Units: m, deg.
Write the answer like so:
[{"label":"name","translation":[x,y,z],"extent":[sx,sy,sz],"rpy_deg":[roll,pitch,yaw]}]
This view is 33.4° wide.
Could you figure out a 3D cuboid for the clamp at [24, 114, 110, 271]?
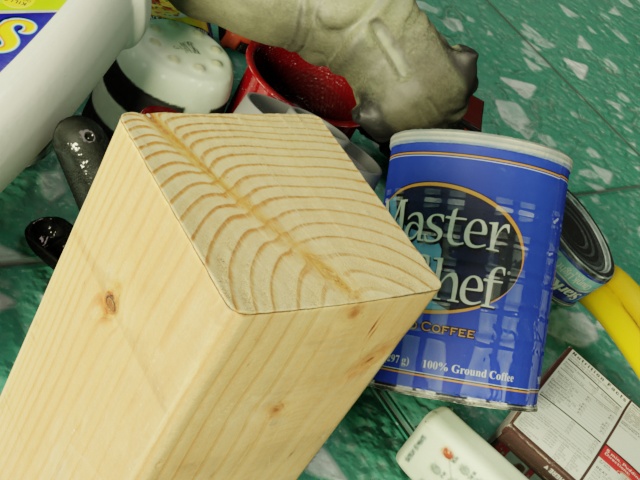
[{"label":"clamp","translation":[-0.094,0.031,0.535],"extent":[0.039,0.120,0.171],"rpy_deg":[-29,87,-27]}]

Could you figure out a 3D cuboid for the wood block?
[{"label":"wood block","translation":[-0.057,0.058,0.413],"extent":[0.090,0.206,0.091],"rpy_deg":[-5,50,-40]}]

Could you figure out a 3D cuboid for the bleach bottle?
[{"label":"bleach bottle","translation":[-0.167,-0.057,0.492],"extent":[0.102,0.068,0.250],"rpy_deg":[12,46,7]}]

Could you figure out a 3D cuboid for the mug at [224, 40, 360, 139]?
[{"label":"mug","translation":[-0.024,-0.085,0.719],"extent":[0.093,0.082,0.117],"rpy_deg":[12,40,-25]}]

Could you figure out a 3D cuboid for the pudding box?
[{"label":"pudding box","translation":[0.156,0.124,0.640],"extent":[0.090,0.039,0.113],"rpy_deg":[41,34,13]}]

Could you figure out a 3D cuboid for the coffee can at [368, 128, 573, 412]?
[{"label":"coffee can","translation":[0.080,0.017,0.596],"extent":[0.103,0.140,0.103],"rpy_deg":[9,-4,0]}]
